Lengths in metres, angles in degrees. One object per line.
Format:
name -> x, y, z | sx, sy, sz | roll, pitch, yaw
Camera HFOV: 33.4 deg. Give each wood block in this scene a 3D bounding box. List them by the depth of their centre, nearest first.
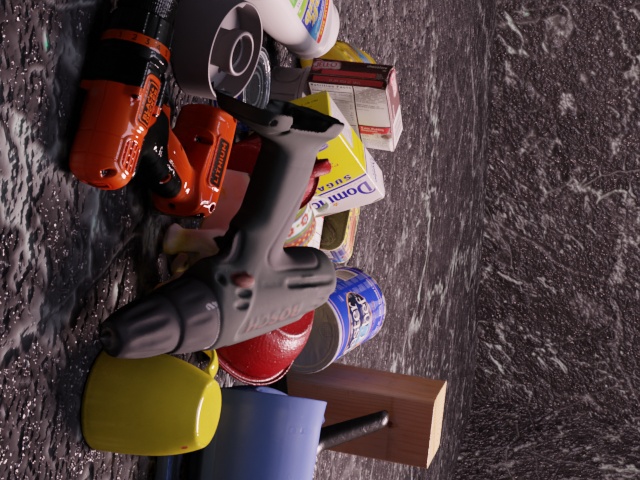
wood block -> 0.046, 0.215, 1.349 | 0.090, 0.206, 0.091 | -30, 127, -71

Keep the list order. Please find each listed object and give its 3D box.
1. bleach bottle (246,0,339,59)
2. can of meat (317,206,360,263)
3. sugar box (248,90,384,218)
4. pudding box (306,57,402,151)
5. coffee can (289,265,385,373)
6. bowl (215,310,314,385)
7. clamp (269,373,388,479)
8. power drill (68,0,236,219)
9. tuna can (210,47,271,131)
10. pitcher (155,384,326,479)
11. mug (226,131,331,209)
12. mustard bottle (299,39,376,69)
bleach bottle -> -0.026, -0.255, 1.104 | 0.250, 0.068, 0.102 | 24, 79, -73
can of meat -> 0.017, -0.026, 1.416 | 0.084, 0.057, 0.102 | 58, 43, -72
sugar box -> -0.001, -0.089, 1.167 | 0.176, 0.093, 0.048 | 49, 31, -53
pudding box -> 0.039, -0.147, 1.163 | 0.113, 0.090, 0.039 | 76, 27, -55
coffee can -> 0.006, 0.094, 1.299 | 0.140, 0.103, 0.103 | -21, 118, -62
bowl -> -0.055, 0.057, 1.036 | 0.161, 0.055, 0.162 | 32, 47, -43
clamp -> -0.041, 0.226, 1.247 | 0.209, 0.165, 0.036 | -43, 160, -33
power drill -> -0.125, -0.107, 0.843 | 0.187, 0.057, 0.184 | 49, 54, -67
tuna can -> -0.076, -0.150, 1.044 | 0.086, 0.034, 0.086 | 8, 90, -75
pitcher -> -0.082, 0.261, 1.037 | 0.145, 0.149, 0.243 | 81, 17, -79
mug -> -0.046, -0.064, 1.051 | 0.081, 0.117, 0.093 | -33, 117, -65
mustard bottle -> 0.036, -0.209, 1.342 | 0.058, 0.096, 0.191 | -40, 177, 17
